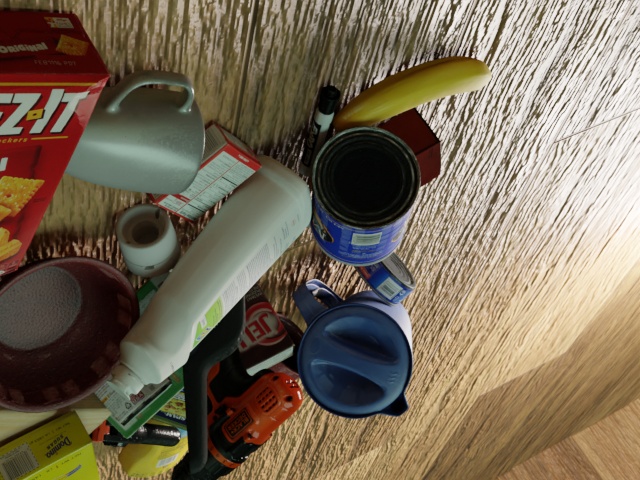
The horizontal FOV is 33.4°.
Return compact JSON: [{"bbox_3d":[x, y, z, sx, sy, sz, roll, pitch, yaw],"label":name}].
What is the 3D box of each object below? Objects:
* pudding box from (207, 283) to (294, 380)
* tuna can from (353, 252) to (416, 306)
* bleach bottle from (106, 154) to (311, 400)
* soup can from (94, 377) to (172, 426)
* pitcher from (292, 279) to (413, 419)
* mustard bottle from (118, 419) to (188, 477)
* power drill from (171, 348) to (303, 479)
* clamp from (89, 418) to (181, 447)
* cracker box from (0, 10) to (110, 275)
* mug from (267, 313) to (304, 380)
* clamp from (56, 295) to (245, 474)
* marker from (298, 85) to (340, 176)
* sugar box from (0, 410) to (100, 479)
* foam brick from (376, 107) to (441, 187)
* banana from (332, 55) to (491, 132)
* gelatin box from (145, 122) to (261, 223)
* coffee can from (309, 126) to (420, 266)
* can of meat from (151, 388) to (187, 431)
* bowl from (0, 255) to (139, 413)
[{"bbox_3d":[-0.098,0.114,1.226,0.113,0.090,0.039,-27,156,-13],"label":"pudding box"},{"bbox_3d":[0.077,0.037,1.304,0.034,0.086,0.086,-42,155,16],"label":"tuna can"},{"bbox_3d":[-0.108,0.041,0.996,0.250,0.068,0.102,-50,163,-20],"label":"bleach bottle"},{"bbox_3d":[-0.207,0.128,1.082,0.068,0.102,0.068,-41,178,-2],"label":"soup can"},{"bbox_3d":[0.047,0.120,1.322,0.145,0.149,0.242,2,-175,7],"label":"pitcher"},{"bbox_3d":[-0.188,0.232,1.377,0.096,0.058,0.192,-12,149,-41],"label":"mustard bottle"},{"bbox_3d":[-0.127,0.158,1.152,0.185,0.188,0.057,-43,159,16],"label":"power drill"},{"bbox_3d":[-0.243,0.220,1.236,0.120,0.039,0.171,-3,165,12],"label":"clamp"},{"bbox_3d":[-0.259,-0.055,0.731,0.163,0.072,0.214,-9,146,-44],"label":"cracker box"},{"bbox_3d":[-0.064,0.146,1.350,0.082,0.093,0.117,-40,-168,25],"label":"mug"},{"bbox_3d":[-0.130,0.110,1.044,0.209,0.164,0.036,-50,174,-18],"label":"clamp"},{"bbox_3d":[-0.001,-0.104,1.021,0.020,0.020,0.121,-21,153,-26],"label":"marker"},{"bbox_3d":[-0.273,0.241,1.078,0.093,0.048,0.176,-27,154,-20],"label":"sugar box"},{"bbox_3d":[0.092,-0.092,1.121,0.053,0.051,0.078,-31,156,-8],"label":"foam brick"},{"bbox_3d":[0.103,-0.147,1.048,0.197,0.037,0.070,-18,152,-31],"label":"banana"},{"bbox_3d":[-0.107,-0.060,0.963,0.089,0.030,0.073,-38,157,10],"label":"gelatin box"},{"bbox_3d":[0.041,-0.041,1.060,0.102,0.103,0.140,-29,167,-9],"label":"coffee can"},{"bbox_3d":[-0.161,0.174,1.260,0.102,0.057,0.084,20,134,-8],"label":"can of meat"},{"bbox_3d":[-0.248,0.074,0.969,0.161,0.055,0.162,-20,128,-28],"label":"bowl"}]
